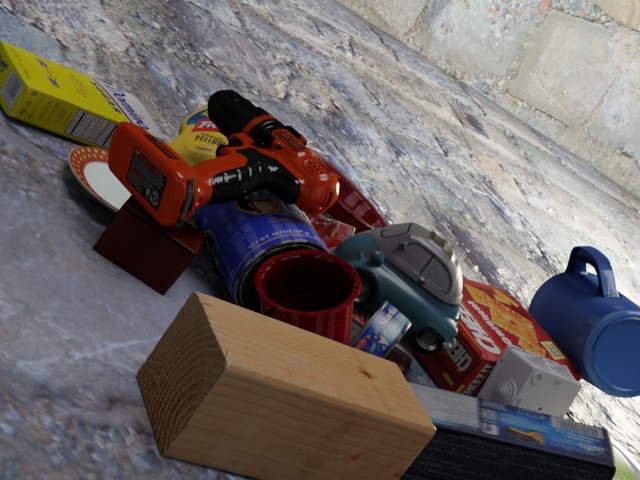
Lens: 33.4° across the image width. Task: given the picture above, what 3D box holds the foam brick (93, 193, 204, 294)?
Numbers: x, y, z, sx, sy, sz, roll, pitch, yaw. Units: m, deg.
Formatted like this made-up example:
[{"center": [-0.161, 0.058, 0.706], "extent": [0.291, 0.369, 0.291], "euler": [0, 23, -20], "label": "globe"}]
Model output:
[{"center": [-0.152, 0.001, 0.954], "extent": [0.078, 0.051, 0.053], "euler": [35, 18, -7], "label": "foam brick"}]

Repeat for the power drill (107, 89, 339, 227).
[{"center": [-0.098, -0.081, 0.989], "extent": [0.187, 0.057, 0.185], "euler": [-13, 44, -42], "label": "power drill"}]

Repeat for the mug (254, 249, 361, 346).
[{"center": [-0.021, 0.072, 0.944], "extent": [0.093, 0.081, 0.117], "euler": [29, 44, 31], "label": "mug"}]

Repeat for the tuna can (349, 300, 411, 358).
[{"center": [0.048, 0.100, 1.019], "extent": [0.034, 0.086, 0.086], "euler": [40, 19, 5], "label": "tuna can"}]

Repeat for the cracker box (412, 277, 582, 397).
[{"center": [0.188, 0.114, 1.254], "extent": [0.213, 0.072, 0.164], "euler": [16, 28, -46], "label": "cracker box"}]

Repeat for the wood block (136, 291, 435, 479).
[{"center": [-0.024, 0.126, 0.823], "extent": [0.205, 0.090, 0.091], "euler": [23, 22, -34], "label": "wood block"}]

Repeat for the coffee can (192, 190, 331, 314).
[{"center": [-0.057, 0.001, 1.041], "extent": [0.102, 0.103, 0.140], "euler": [22, 24, -37], "label": "coffee can"}]

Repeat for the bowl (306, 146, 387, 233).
[{"center": [0.009, -0.047, 1.326], "extent": [0.162, 0.055, 0.162], "euler": [41, 14, -12], "label": "bowl"}]

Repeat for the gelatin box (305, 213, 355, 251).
[{"center": [-0.011, 0.006, 1.150], "extent": [0.089, 0.073, 0.030], "euler": [22, -5, -36], "label": "gelatin box"}]

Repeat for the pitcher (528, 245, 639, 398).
[{"center": [0.355, 0.109, 1.361], "extent": [0.149, 0.145, 0.243], "euler": [45, 3, -6], "label": "pitcher"}]

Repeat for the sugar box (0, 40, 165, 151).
[{"center": [-0.255, -0.142, 1.119], "extent": [0.175, 0.048, 0.093], "euler": [15, 28, -45], "label": "sugar box"}]

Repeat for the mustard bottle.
[{"center": [-0.113, -0.104, 1.176], "extent": [0.096, 0.058, 0.191], "euler": [14, 34, 7], "label": "mustard bottle"}]
